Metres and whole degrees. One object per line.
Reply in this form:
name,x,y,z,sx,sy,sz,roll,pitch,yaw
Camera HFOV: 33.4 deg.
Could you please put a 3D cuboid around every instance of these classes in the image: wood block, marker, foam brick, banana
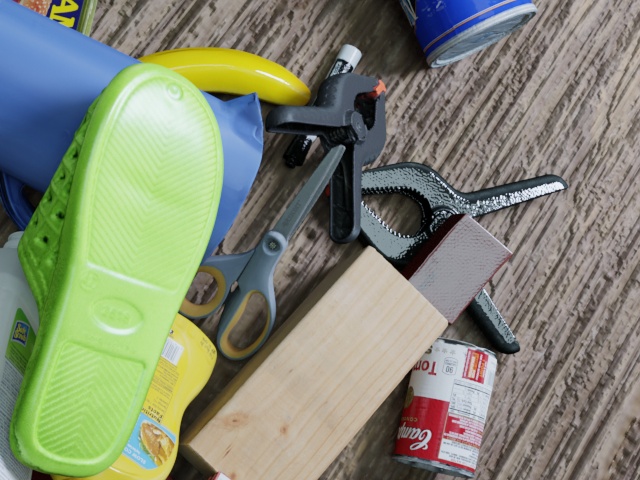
wood block,-0.008,0.112,0.834,0.090,0.091,0.206,44,72,-5
marker,0.001,-0.114,0.913,0.020,0.020,0.121,30,74,-9
foam brick,0.106,0.022,0.867,0.053,0.051,0.078,43,86,-5
banana,-0.106,-0.125,0.879,0.197,0.037,0.069,-15,114,-14

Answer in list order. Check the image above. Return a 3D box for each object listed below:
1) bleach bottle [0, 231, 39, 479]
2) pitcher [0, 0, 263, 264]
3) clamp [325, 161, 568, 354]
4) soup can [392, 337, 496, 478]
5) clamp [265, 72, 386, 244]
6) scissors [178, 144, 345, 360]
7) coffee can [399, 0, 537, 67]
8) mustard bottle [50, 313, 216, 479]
bleach bottle,-0.221,0.105,0.720,0.068,0.102,0.250,-3,51,7
pitcher,-0.176,-0.075,0.786,0.242,0.145,0.149,27,69,-18
clamp,0.103,0.000,0.912,0.210,0.036,0.164,14,79,-10
soup can,0.102,0.137,0.872,0.068,0.069,0.102,17,76,-12
clamp,0.011,-0.091,0.856,0.120,0.039,0.171,59,31,-32
scissors,-0.055,0.001,0.822,0.096,0.016,0.202,22,114,7
coffee can,0.110,-0.235,0.921,0.102,0.103,0.140,-25,88,-18
mustard bottle,-0.145,0.131,0.765,0.096,0.058,0.191,34,43,-15
